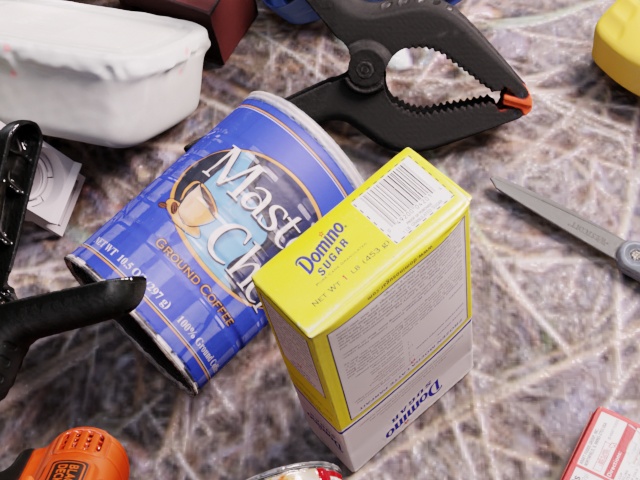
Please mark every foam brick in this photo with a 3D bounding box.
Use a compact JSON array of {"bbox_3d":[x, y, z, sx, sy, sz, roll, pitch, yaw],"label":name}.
[{"bbox_3d":[-0.090,-0.163,0.716,0.078,0.053,0.051,21,65,19],"label":"foam brick"}]

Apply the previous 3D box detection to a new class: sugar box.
[{"bbox_3d":[0.027,0.041,0.511,0.093,0.176,0.048,-39,65,-15],"label":"sugar box"}]

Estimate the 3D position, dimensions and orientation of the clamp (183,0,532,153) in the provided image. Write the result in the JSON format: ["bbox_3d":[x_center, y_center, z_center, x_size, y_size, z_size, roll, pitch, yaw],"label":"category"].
[{"bbox_3d":[0.020,-0.098,0.646,0.210,0.165,0.036,19,21,-1],"label":"clamp"}]

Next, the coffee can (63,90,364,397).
[{"bbox_3d":[-0.054,0.001,0.588,0.103,0.103,0.140,39,72,25],"label":"coffee can"}]

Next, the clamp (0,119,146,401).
[{"bbox_3d":[-0.160,0.038,0.534,0.120,0.039,0.172,44,108,30],"label":"clamp"}]
